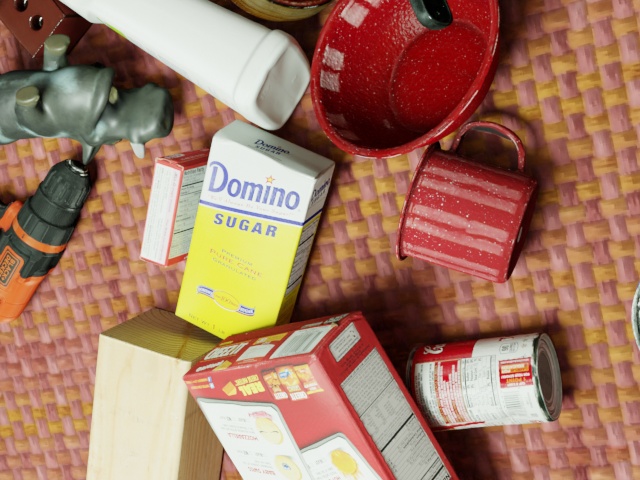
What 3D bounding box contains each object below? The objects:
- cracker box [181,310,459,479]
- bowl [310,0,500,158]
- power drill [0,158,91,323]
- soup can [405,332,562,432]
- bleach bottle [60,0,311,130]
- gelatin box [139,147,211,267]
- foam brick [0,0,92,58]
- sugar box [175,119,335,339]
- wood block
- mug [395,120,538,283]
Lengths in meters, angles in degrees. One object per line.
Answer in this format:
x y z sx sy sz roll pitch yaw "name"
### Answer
0.011 0.165 0.825 0.165 0.072 0.213 -17 108 47 "cracker box"
0.071 -0.128 0.769 0.162 0.055 0.162 -15 66 37 "bowl"
-0.310 -0.042 0.982 0.188 0.057 0.185 41 114 12 "power drill"
0.124 0.108 0.808 0.102 0.068 0.068 -10 97 26 "soup can"
-0.131 -0.177 0.846 0.251 0.102 0.068 31 88 15 "bleach bottle"
-0.113 -0.029 0.885 0.030 0.073 0.089 18 108 21 "gelatin box"
-0.242 -0.204 0.919 0.053 0.051 0.078 -44 81 25 "foam brick"
-0.056 0.001 0.863 0.093 0.048 0.176 24 123 16 "sugar box"
-0.141 0.177 0.932 0.090 0.090 0.206 15 106 20 "wood block"
0.112 -0.029 0.778 0.081 0.093 0.117 18 89 16 "mug"
